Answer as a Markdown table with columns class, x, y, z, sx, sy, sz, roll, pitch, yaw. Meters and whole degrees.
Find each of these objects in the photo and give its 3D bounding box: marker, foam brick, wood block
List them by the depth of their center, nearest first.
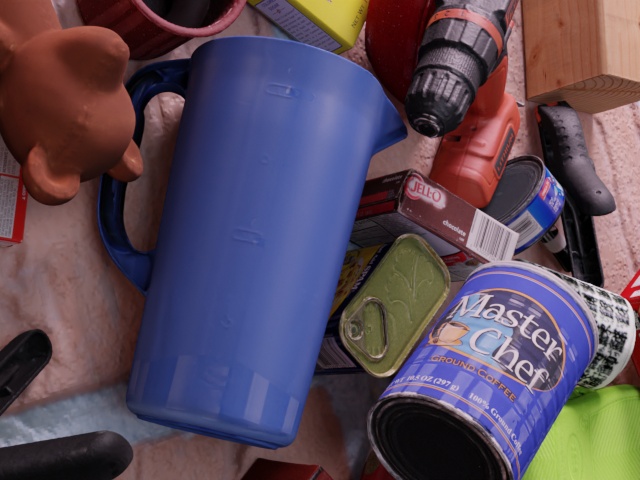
| class | x | y | z | sx | sy | sz | roll | pitch | yaw |
| --- | --- | --- | --- | --- | --- | --- | --- | --- | --- |
| foam brick | -0.021 | 0.180 | 0.695 | 0.051 | 0.078 | 0.053 | 51 | 61 | -18 |
| marker | 0.184 | -0.017 | 0.902 | 0.121 | 0.020 | 0.020 | 47 | 60 | -20 |
| wood block | 0.237 | -0.226 | 0.929 | 0.090 | 0.090 | 0.206 | 5 | 80 | -35 |

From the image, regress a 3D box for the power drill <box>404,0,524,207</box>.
| class | x | y | z | sx | sy | sz | roll | pitch | yaw |
| --- | --- | --- | --- | --- | --- | --- | --- | --- | --- |
| power drill | 0.108 | -0.106 | 0.770 | 0.187 | 0.057 | 0.184 | 81 | 31 | -57 |

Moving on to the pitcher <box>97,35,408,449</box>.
| class | x | y | z | sx | sy | sz | roll | pitch | yaw |
| --- | --- | --- | --- | --- | --- | --- | --- | --- | --- |
| pitcher | -0.054 | 0.001 | 0.679 | 0.144 | 0.149 | 0.243 | 26 | 71 | -45 |

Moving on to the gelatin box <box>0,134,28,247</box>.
| class | x | y | z | sx | sy | sz | roll | pitch | yaw |
| --- | --- | --- | --- | --- | --- | --- | --- | --- | --- |
| gelatin box | -0.216 | -0.039 | 0.622 | 0.089 | 0.030 | 0.073 | 10 | 78 | -34 |

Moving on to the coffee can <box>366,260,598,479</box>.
| class | x | y | z | sx | sy | sz | roll | pitch | yaw |
| --- | --- | --- | --- | --- | --- | --- | --- | --- | --- |
| coffee can | 0.109 | 0.094 | 0.702 | 0.103 | 0.103 | 0.140 | 55 | 50 | -15 |

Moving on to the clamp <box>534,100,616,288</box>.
| class | x | y | z | sx | sy | sz | roll | pitch | yaw |
| --- | --- | --- | --- | --- | --- | --- | --- | --- | --- |
| clamp | 0.206 | -0.054 | 0.866 | 0.039 | 0.120 | 0.171 | -8 | 61 | -4 |

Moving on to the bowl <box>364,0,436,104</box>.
| class | x | y | z | sx | sy | sz | roll | pitch | yaw |
| --- | --- | --- | --- | --- | --- | --- | --- | --- | --- |
| bowl | 0.075 | -0.172 | 0.799 | 0.162 | 0.055 | 0.162 | 17 | 90 | -74 |

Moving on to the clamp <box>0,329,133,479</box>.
| class | x | y | z | sx | sy | sz | roll | pitch | yaw |
| --- | --- | --- | --- | --- | --- | --- | --- | --- | --- |
| clamp | -0.203 | 0.126 | 0.544 | 0.209 | 0.165 | 0.036 | -33 | 118 | -25 |

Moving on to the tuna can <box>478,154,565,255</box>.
| class | x | y | z | sx | sy | sz | roll | pitch | yaw |
| --- | --- | --- | --- | --- | --- | --- | --- | --- | --- |
| tuna can | 0.148 | -0.025 | 0.838 | 0.033 | 0.086 | 0.086 | 46 | 60 | -22 |

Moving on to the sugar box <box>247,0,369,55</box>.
| class | x | y | z | sx | sy | sz | roll | pitch | yaw |
| --- | --- | --- | --- | --- | --- | --- | --- | --- | --- |
| sugar box | -0.035 | -0.219 | 0.766 | 0.176 | 0.048 | 0.093 | 35 | 64 | -27 |

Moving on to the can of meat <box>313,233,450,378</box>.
| class | x | y | z | sx | sy | sz | roll | pitch | yaw |
| --- | --- | --- | --- | --- | --- | --- | --- | --- | --- |
| can of meat | 0.028 | 0.048 | 0.744 | 0.057 | 0.084 | 0.102 | 49 | 59 | -19 |

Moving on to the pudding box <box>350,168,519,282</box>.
| class | x | y | z | sx | sy | sz | roll | pitch | yaw |
| --- | --- | --- | --- | --- | --- | --- | --- | --- | --- |
| pudding box | 0.073 | -0.007 | 0.781 | 0.113 | 0.090 | 0.039 | 31 | 68 | -28 |

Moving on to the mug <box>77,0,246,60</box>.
| class | x | y | z | sx | sy | sz | roll | pitch | yaw |
| --- | --- | --- | --- | --- | --- | --- | --- | --- | --- |
| mug | -0.097 | -0.169 | 0.693 | 0.117 | 0.082 | 0.093 | -25 | 97 | -35 |
